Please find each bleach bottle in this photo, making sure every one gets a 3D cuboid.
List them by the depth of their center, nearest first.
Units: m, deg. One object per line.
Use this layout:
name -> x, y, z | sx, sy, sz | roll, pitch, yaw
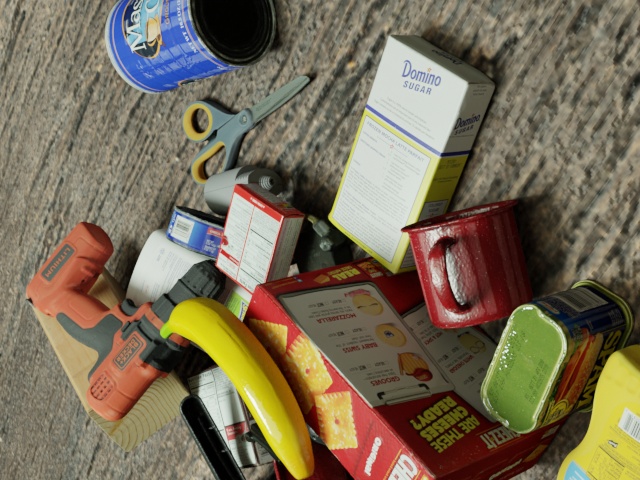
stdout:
bleach bottle -> -0.090, 0.081, 1.070 | 0.251, 0.067, 0.103 | 32, 107, 36

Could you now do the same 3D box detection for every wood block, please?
wood block -> -0.233, 0.115, 1.163 | 0.206, 0.091, 0.090 | 49, 172, 43

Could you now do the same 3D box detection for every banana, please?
banana -> -0.063, 0.100, 0.834 | 0.198, 0.037, 0.070 | 42, 145, 36

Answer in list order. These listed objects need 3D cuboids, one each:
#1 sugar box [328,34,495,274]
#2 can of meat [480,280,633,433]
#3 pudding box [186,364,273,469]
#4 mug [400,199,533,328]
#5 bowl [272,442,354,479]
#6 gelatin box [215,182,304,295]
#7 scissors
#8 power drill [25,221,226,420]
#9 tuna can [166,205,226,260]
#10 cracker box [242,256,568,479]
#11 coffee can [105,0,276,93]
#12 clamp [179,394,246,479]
sugar box -> 0.073, -0.071, 0.884 | 0.093, 0.048, 0.176 | 40, 121, 35
can of meat -> 0.172, 0.086, 0.782 | 0.058, 0.083, 0.102 | 37, 123, 36
pudding box -> -0.090, 0.183, 1.114 | 0.090, 0.039, 0.113 | -25, 77, 49
mug -> 0.111, 0.021, 0.815 | 0.093, 0.117, 0.081 | -13, 94, 25
bowl -> 0.011, 0.244, 0.970 | 0.055, 0.162, 0.162 | -22, 79, 4
gelatin box -> -0.056, 0.001, 0.982 | 0.073, 0.030, 0.089 | 34, 118, 40
scissors -> -0.083, -0.132, 1.057 | 0.202, 0.016, 0.096 | -47, 65, 41
power drill -> -0.199, 0.059, 1.066 | 0.184, 0.057, 0.188 | -50, 53, -2
tuna can -> -0.108, -0.005, 1.055 | 0.086, 0.086, 0.034 | 23, 96, 42
cracker box -> 0.061, 0.109, 0.846 | 0.214, 0.163, 0.072 | 46, 129, 31
coffee can -> -0.126, -0.204, 1.024 | 0.141, 0.102, 0.103 | -6, 94, 47
clamp -> -0.067, 0.264, 1.048 | 0.165, 0.036, 0.210 | 33, 145, 47
